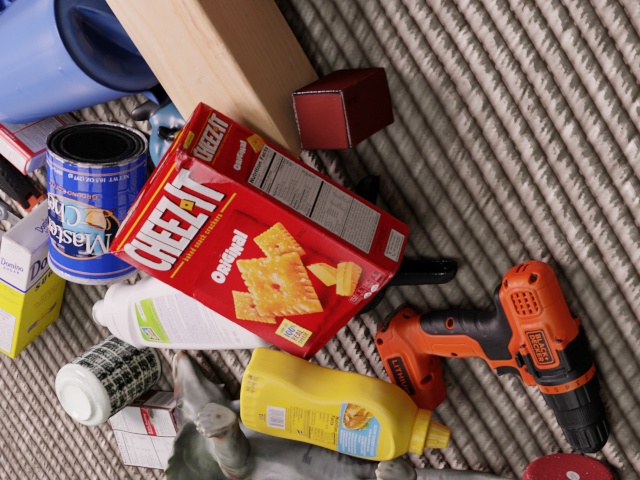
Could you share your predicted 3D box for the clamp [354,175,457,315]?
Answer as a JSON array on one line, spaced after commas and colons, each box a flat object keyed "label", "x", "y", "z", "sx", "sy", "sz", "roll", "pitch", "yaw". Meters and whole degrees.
[{"label": "clamp", "x": 0.035, "y": 0.014, "z": 0.999, "sx": 0.172, "sy": 0.039, "sz": 0.120, "roll": -29, "pitch": 94, "yaw": 40}]

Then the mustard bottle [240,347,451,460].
[{"label": "mustard bottle", "x": 0.025, "y": 0.158, "z": 0.979, "sx": 0.192, "sy": 0.058, "sz": 0.096, "roll": 13, "pitch": 135, "yaw": 10}]

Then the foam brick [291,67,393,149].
[{"label": "foam brick", "x": 0.020, "y": -0.114, "z": 0.919, "sx": 0.051, "sy": 0.078, "sz": 0.053, "roll": 2, "pitch": 112, "yaw": 33}]

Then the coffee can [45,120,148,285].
[{"label": "coffee can", "x": -0.231, "y": -0.039, "z": 1.107, "sx": 0.103, "sy": 0.102, "sz": 0.140, "roll": 22, "pitch": 123, "yaw": 23}]

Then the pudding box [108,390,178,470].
[{"label": "pudding box", "x": -0.195, "y": 0.225, "z": 1.262, "sx": 0.114, "sy": 0.039, "sz": 0.090, "roll": -1, "pitch": 113, "yaw": 36}]

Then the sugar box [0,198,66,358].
[{"label": "sugar box", "x": -0.326, "y": 0.043, "z": 1.211, "sx": 0.048, "sy": 0.093, "sz": 0.176, "roll": 31, "pitch": 131, "yaw": 6}]

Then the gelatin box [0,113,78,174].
[{"label": "gelatin box", "x": -0.302, "y": -0.115, "z": 1.123, "sx": 0.073, "sy": 0.089, "sz": 0.030, "roll": 40, "pitch": 130, "yaw": 10}]

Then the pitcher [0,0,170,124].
[{"label": "pitcher", "x": -0.249, "y": -0.191, "z": 1.004, "sx": 0.243, "sy": 0.144, "sz": 0.149, "roll": -8, "pitch": 79, "yaw": 49}]

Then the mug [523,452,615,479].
[{"label": "mug", "x": 0.215, "y": 0.249, "z": 0.957, "sx": 0.093, "sy": 0.117, "sz": 0.081, "roll": 19, "pitch": 120, "yaw": 47}]

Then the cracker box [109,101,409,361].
[{"label": "cracker box", "x": -0.056, "y": 0.001, "z": 0.937, "sx": 0.213, "sy": 0.072, "sz": 0.164, "roll": 30, "pitch": 136, "yaw": -12}]

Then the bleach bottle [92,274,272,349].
[{"label": "bleach bottle", "x": -0.152, "y": 0.066, "z": 1.137, "sx": 0.251, "sy": 0.068, "sz": 0.102, "roll": -5, "pitch": 110, "yaw": 37}]

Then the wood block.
[{"label": "wood block", "x": -0.087, "y": -0.167, "z": 0.921, "sx": 0.090, "sy": 0.090, "sz": 0.206, "roll": -11, "pitch": 122, "yaw": 37}]

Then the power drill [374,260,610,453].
[{"label": "power drill", "x": 0.155, "y": 0.115, "z": 0.964, "sx": 0.188, "sy": 0.057, "sz": 0.184, "roll": -13, "pitch": 106, "yaw": 35}]

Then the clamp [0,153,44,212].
[{"label": "clamp", "x": -0.398, "y": -0.114, "z": 1.198, "sx": 0.210, "sy": 0.036, "sz": 0.165, "roll": 47, "pitch": 163, "yaw": -17}]
